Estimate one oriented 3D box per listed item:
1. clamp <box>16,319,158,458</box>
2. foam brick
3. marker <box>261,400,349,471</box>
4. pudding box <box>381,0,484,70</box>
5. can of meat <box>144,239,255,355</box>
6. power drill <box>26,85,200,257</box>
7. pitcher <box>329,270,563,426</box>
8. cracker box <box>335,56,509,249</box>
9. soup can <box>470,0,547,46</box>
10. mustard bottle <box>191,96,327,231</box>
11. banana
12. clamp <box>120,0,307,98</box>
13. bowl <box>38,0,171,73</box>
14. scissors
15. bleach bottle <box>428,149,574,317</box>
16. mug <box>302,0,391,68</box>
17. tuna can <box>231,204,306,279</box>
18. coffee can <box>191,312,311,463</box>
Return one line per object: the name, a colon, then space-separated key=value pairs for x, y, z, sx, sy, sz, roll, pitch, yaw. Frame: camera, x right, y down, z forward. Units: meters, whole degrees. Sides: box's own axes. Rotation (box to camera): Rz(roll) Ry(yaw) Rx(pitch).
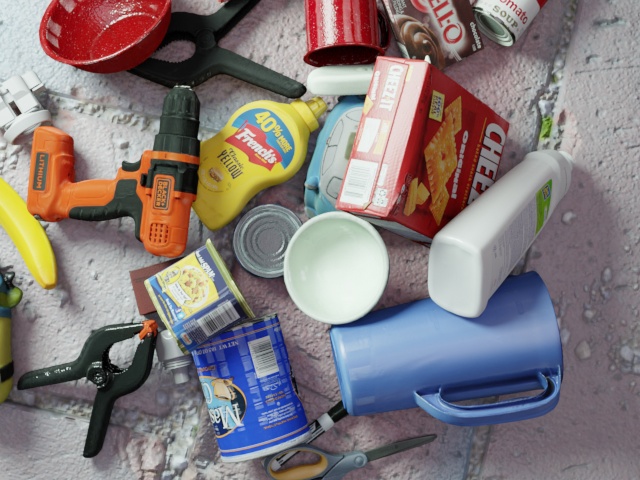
clamp: x=-0.238 y=0.158 z=1.176 sx=0.171 sy=0.039 sz=0.120 roll=-35 pitch=99 yaw=12
foam brick: x=-0.169 y=0.050 z=1.192 sx=0.078 sy=0.051 sz=0.053 roll=-14 pitch=88 yaw=-6
marker: x=-0.014 y=0.221 z=1.212 sx=0.121 sy=0.020 sz=0.020 roll=-37 pitch=91 yaw=-5
pudding box: x=0.126 y=-0.252 z=1.215 sx=0.090 sy=0.039 sz=0.113 roll=-27 pitch=119 yaw=-5
can of meat: x=-0.128 y=0.060 z=1.120 sx=0.084 sy=0.102 sz=0.057 roll=-31 pitch=135 yaw=-4
power drill: x=-0.221 y=-0.081 z=1.158 sx=0.188 sy=0.057 sz=0.184 roll=6 pitch=88 yaw=18
pitcher: x=0.139 y=0.127 z=1.171 sx=0.243 sy=0.149 sz=0.145 roll=-11 pitch=92 yaw=-2
cracker box: x=0.117 y=-0.083 z=1.144 sx=0.072 sy=0.213 sz=0.164 roll=13 pitch=86 yaw=35
soup can: x=0.226 y=-0.284 z=1.231 sx=0.068 sy=0.068 sz=0.102 roll=38 pitch=86 yaw=-2
mustard bottle: x=-0.073 y=-0.101 z=1.203 sx=0.191 sy=0.058 sz=0.096 roll=-36 pitch=86 yaw=-6
banana: x=-0.353 y=-0.029 z=1.176 sx=0.198 sy=0.037 sz=0.069 roll=45 pitch=41 yaw=-7
clamp: x=-0.124 y=-0.231 z=1.211 sx=0.210 sy=0.036 sz=0.164 roll=-4 pitch=72 yaw=1
bowl: x=-0.226 y=-0.237 z=1.176 sx=0.162 sy=0.055 sz=0.162 roll=-11 pitch=53 yaw=14
scissors: x=0.034 y=0.268 z=1.214 sx=0.201 sy=0.016 sz=0.096 roll=2 pitch=102 yaw=-14
bleach bottle: x=0.211 y=-0.024 z=1.175 sx=0.068 sy=0.102 sz=0.250 roll=22 pitch=43 yaw=30
mug: x=0.034 y=-0.245 z=1.210 sx=0.117 sy=0.093 sz=0.081 roll=2 pitch=81 yaw=-36
tuna can: x=-0.058 y=0.001 z=1.211 sx=0.086 sy=0.034 sz=0.086 roll=0 pitch=87 yaw=-5
coffee can: x=-0.077 y=0.160 z=1.168 sx=0.102 sy=0.103 sz=0.140 roll=-16 pitch=89 yaw=-5
